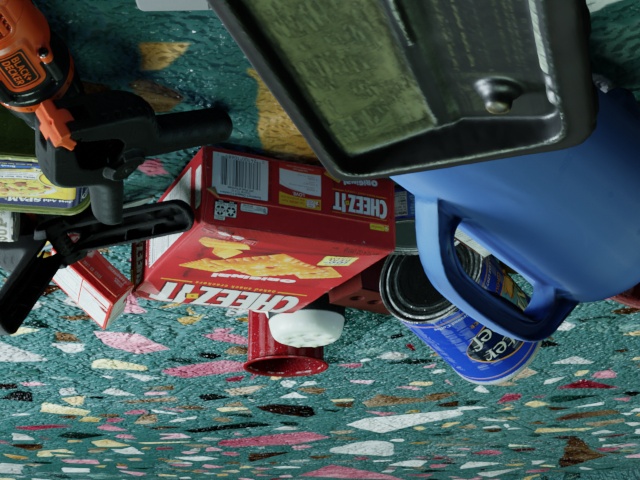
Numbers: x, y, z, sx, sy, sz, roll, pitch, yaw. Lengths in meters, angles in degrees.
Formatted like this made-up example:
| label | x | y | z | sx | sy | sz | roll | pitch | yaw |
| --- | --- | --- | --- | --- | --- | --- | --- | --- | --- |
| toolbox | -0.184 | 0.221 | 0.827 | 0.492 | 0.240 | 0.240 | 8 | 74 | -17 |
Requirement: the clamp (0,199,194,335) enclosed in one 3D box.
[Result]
| label | x | y | z | sx | sy | sz | roll | pitch | yaw |
| --- | --- | --- | --- | --- | --- | --- | --- | --- | --- |
| clamp | -0.208 | 0.007 | 0.830 | 0.164 | 0.036 | 0.210 | -34 | -155 | -26 |

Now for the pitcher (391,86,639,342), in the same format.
| label | x | y | z | sx | sy | sz | roll | pitch | yaw |
| --- | --- | --- | --- | --- | --- | --- | --- | --- | --- |
| pitcher | 0.108 | -0.051 | 0.651 | 0.145 | 0.149 | 0.242 | -36 | 137 | 27 |

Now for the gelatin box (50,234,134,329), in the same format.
| label | x | y | z | sx | sy | sz | roll | pitch | yaw |
| --- | --- | --- | --- | --- | --- | --- | --- | --- | --- |
| gelatin box | -0.206 | 0.035 | 0.954 | 0.073 | 0.030 | 0.089 | 43 | 155 | 2 |

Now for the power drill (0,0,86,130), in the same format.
| label | x | y | z | sx | sy | sz | roll | pitch | yaw |
| --- | --- | --- | --- | --- | --- | --- | --- | --- | --- |
| power drill | -0.237 | -0.080 | 0.624 | 0.187 | 0.057 | 0.184 | -26 | 159 | -4 |

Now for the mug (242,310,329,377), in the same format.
| label | x | y | z | sx | sy | sz | roll | pitch | yaw |
| --- | --- | --- | --- | --- | --- | --- | --- | --- | --- |
| mug | -0.037 | 0.103 | 1.171 | 0.093 | 0.081 | 0.117 | -2 | 160 | 4 |

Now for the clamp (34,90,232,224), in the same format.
| label | x | y | z | sx | sy | sz | roll | pitch | yaw |
| --- | --- | --- | --- | --- | --- | --- | --- | --- | --- |
| clamp | -0.138 | -0.053 | 0.699 | 0.120 | 0.039 | 0.171 | -45 | 160 | 17 |

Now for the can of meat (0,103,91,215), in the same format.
| label | x | y | z | sx | sy | sz | roll | pitch | yaw |
| --- | --- | --- | --- | --- | --- | --- | --- | --- | --- |
| can of meat | -0.210 | -0.062 | 0.752 | 0.102 | 0.057 | 0.084 | 4 | 157 | -13 |

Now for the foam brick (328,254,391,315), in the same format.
| label | x | y | z | sx | sy | sz | roll | pitch | yaw |
| --- | --- | --- | --- | --- | --- | --- | --- | --- | --- |
| foam brick | 0.052 | 0.037 | 1.036 | 0.078 | 0.051 | 0.053 | 13 | 156 | -34 |

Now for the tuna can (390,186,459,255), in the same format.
| label | x | y | z | sx | sy | sz | roll | pitch | yaw |
| --- | --- | --- | --- | --- | --- | --- | --- | --- | --- |
| tuna can | 0.079 | -0.017 | 0.917 | 0.086 | 0.034 | 0.086 | -1 | 160 | 0 |

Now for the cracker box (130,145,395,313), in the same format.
| label | x | y | z | sx | sy | sz | roll | pitch | yaw |
| --- | --- | --- | --- | --- | --- | --- | --- | --- | --- |
| cracker box | -0.056 | 0.001 | 0.907 | 0.164 | 0.072 | 0.214 | 9 | 159 | -22 |

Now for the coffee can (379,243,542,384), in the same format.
| label | x | y | z | sx | sy | sz | roll | pitch | yaw |
| --- | --- | --- | --- | --- | --- | --- | --- | --- | --- |
| coffee can | 0.133 | 0.060 | 0.991 | 0.103 | 0.103 | 0.140 | -13 | 144 | 30 |
